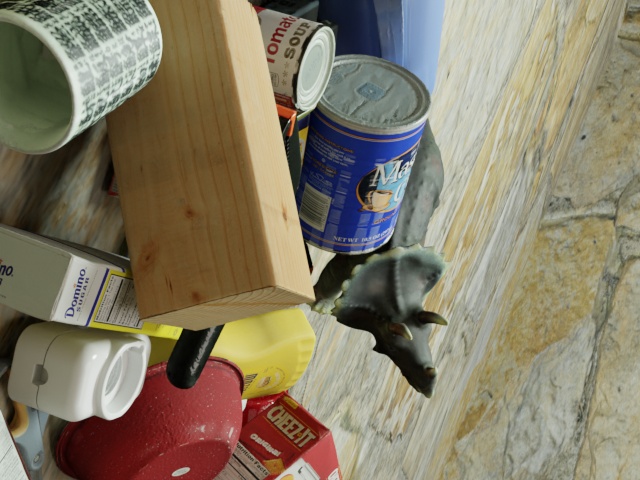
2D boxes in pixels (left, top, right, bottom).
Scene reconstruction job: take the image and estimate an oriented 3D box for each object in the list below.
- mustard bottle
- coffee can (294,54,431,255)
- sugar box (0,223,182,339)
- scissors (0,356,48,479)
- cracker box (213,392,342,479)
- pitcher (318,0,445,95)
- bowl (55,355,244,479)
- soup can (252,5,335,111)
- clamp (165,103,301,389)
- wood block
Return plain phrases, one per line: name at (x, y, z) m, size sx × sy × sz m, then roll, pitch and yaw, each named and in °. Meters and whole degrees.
mustard bottle at (-0.102, 0.106, 0.891) m, size 0.191 × 0.058 × 0.096 m, roll -5°, pitch 146°, yaw -38°
coffee can at (0.029, -0.073, 0.914) m, size 0.102 × 0.103 × 0.140 m, roll -52°, pitch 162°, yaw -45°
sugar box at (-0.157, 0.026, 0.676) m, size 0.048 × 0.093 × 0.176 m, roll -71°, pitch 161°, yaw 0°
scissors at (-0.202, 0.138, 0.779) m, size 0.202 × 0.016 × 0.096 m, roll 86°, pitch 29°, yaw -50°
cracker box at (-0.080, 0.258, 0.946) m, size 0.213 × 0.072 × 0.164 m, roll -37°, pitch 143°, yaw -22°
pitcher at (0.057, -0.211, 1.003) m, size 0.149 × 0.145 × 0.243 m, roll -49°, pitch 158°, yaw -19°
bowl at (-0.122, 0.161, 0.837) m, size 0.162 × 0.055 × 0.162 m, roll -23°, pitch 147°, yaw -16°
soup can at (-0.048, -0.142, 0.808) m, size 0.068 × 0.102 × 0.068 m, roll -55°, pitch 156°, yaw -40°
clamp at (-0.055, 0.001, 0.779) m, size 0.164 × 0.036 × 0.210 m, roll -47°, pitch 155°, yaw -50°
wood block at (-0.075, -0.055, 0.685) m, size 0.090 × 0.090 × 0.206 m, roll 29°, pitch 48°, yaw -72°
